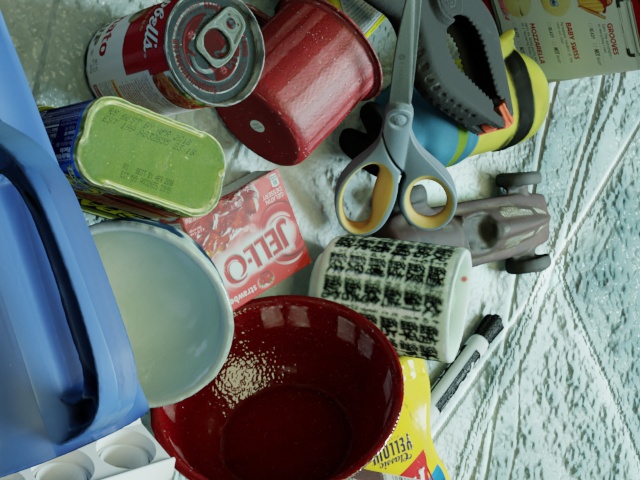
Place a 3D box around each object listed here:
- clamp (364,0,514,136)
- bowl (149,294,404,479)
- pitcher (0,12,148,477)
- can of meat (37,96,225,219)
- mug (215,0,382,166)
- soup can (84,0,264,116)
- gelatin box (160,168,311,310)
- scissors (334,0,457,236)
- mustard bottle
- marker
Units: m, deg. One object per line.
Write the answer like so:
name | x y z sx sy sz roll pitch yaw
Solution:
clamp | 0.067 -0.158 0.724 0.164 0.036 0.210 -41 110 -40
bowl | -0.025 0.112 0.688 0.161 0.162 0.055 -43 144 -31
pitcher | -0.178 -0.003 0.540 0.149 0.145 0.243 -17 93 1
can of meat | -0.119 -0.046 0.636 0.101 0.084 0.057 18 78 -38
mug | -0.028 -0.112 0.715 0.117 0.093 0.081 40 68 3
soup can | -0.090 -0.110 0.647 0.068 0.102 0.068 0 89 -39
gelatin box | -0.055 0.001 0.721 0.089 0.030 0.073 -30 108 -35
scissors | 0.069 -0.074 0.721 0.096 0.202 0.016 15 41 -11
mustard bottle | 0.048 0.178 0.782 0.096 0.058 0.191 -18 102 -24
marker | 0.113 0.103 0.862 0.121 0.020 0.020 -47 117 -29
